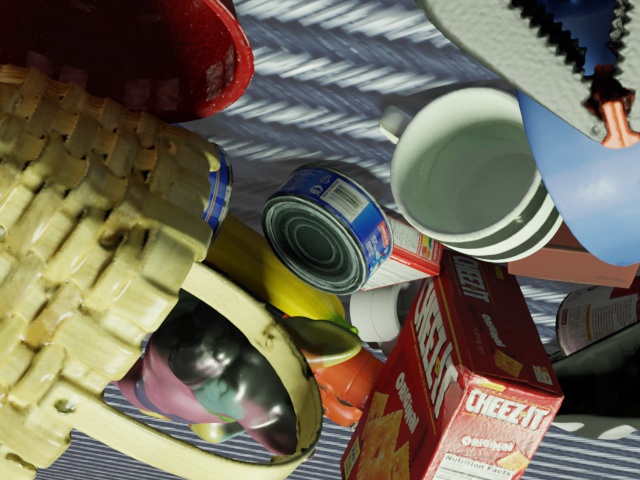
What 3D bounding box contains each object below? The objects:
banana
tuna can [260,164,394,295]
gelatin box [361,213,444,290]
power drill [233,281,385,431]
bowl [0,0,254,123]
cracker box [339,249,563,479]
[{"bbox_3d":[-0.054,0.006,0.752,0.198,0.037,0.070,34,167,-1],"label":"banana"},{"bbox_3d":[0.003,-0.006,0.697,0.086,0.033,0.086,27,144,22],"label":"tuna can"},{"bbox_3d":[0.033,0.006,0.770,0.073,0.030,0.089,24,158,-31],"label":"gelatin box"},{"bbox_3d":[-0.015,0.102,0.953,0.184,0.057,0.187,34,169,12],"label":"power drill"},{"bbox_3d":[-0.105,-0.117,0.494,0.162,0.055,0.162,9,158,3],"label":"bowl"},{"bbox_3d":[0.082,0.138,0.765,0.072,0.164,0.214,15,116,-11],"label":"cracker box"}]
